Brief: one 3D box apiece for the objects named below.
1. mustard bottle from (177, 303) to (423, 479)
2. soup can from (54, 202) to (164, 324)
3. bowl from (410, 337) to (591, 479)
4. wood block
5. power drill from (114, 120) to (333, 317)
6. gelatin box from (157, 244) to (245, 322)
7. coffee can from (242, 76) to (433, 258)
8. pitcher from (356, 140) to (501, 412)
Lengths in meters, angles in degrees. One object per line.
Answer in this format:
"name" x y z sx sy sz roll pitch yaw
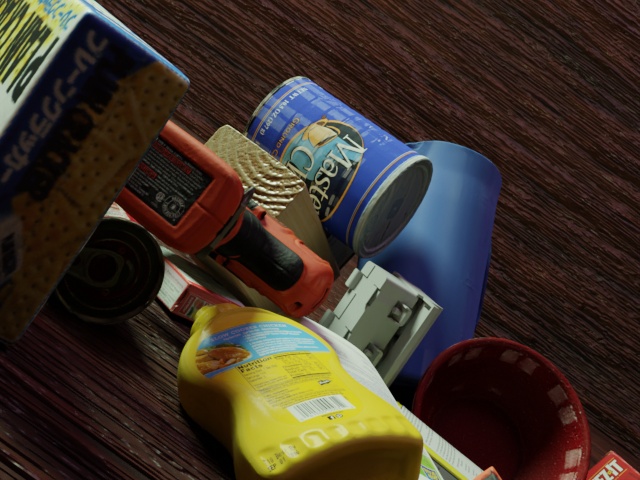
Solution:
"mustard bottle" -0.029 0.087 0.616 0.096 0.058 0.192 -11 28 -26
"soup can" -0.143 0.003 0.679 0.068 0.068 0.102 34 4 -28
"bowl" 0.143 0.166 0.897 0.162 0.162 0.055 36 -30 1
"wood block" -0.056 0.001 0.911 0.090 0.090 0.206 38 -11 20
"power drill" -0.083 -0.029 0.685 0.184 0.057 0.187 36 -1 19
"gelatin box" -0.105 0.040 0.847 0.073 0.030 0.089 32 3 -42
"coffee can" 0.013 -0.065 0.937 0.140 0.103 0.102 36 4 21
"pitcher" 0.100 0.041 1.018 0.149 0.242 0.145 13 -25 -3
